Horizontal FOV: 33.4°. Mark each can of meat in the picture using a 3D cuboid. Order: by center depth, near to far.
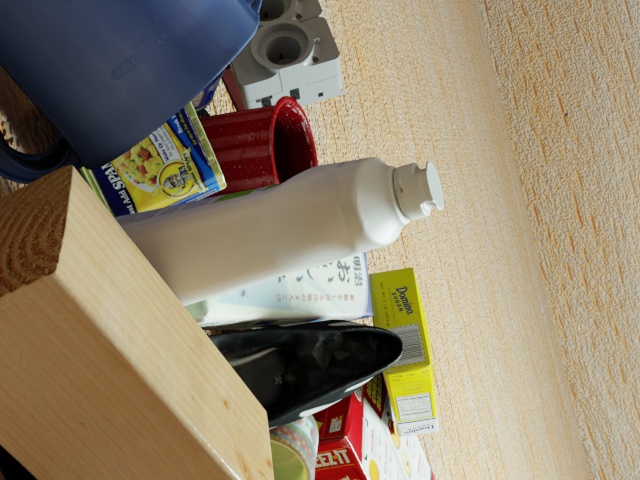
[{"bbox_3d":[-0.120,-0.062,0.708,0.102,0.084,0.057,68,-7,-22],"label":"can of meat"}]

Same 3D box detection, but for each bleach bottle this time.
[{"bbox_3d":[-0.054,0.001,0.618,0.102,0.251,0.068,-40,114,-69],"label":"bleach bottle"}]

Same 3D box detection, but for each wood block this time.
[{"bbox_3d":[-0.112,0.075,0.564,0.206,0.091,0.090,57,14,-35],"label":"wood block"}]

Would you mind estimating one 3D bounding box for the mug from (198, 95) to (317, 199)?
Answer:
[{"bbox_3d":[-0.052,-0.060,0.824,0.117,0.082,0.093,-30,112,-68],"label":"mug"}]

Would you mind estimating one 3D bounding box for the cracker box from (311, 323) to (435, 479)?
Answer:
[{"bbox_3d":[0.042,0.215,1.015,0.164,0.072,0.213,-75,145,-57],"label":"cracker box"}]

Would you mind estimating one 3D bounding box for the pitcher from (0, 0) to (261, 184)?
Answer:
[{"bbox_3d":[-0.163,-0.158,0.574,0.242,0.145,0.149,48,43,-18],"label":"pitcher"}]

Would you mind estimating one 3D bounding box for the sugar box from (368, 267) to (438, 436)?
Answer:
[{"bbox_3d":[0.077,0.104,0.954,0.176,0.048,0.093,68,13,-61],"label":"sugar box"}]
